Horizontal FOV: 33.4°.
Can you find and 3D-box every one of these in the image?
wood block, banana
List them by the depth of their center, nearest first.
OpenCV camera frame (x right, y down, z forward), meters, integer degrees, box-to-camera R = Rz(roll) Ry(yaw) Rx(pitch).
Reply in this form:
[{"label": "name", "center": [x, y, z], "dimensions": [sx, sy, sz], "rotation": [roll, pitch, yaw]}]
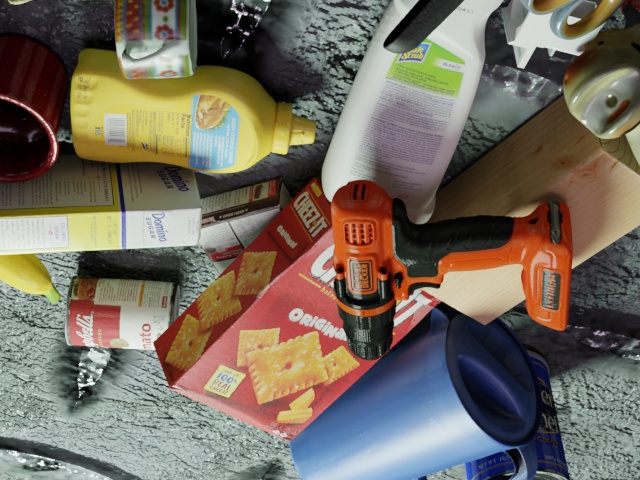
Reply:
[{"label": "wood block", "center": [0.178, -0.028, 0.892], "dimensions": [0.090, 0.090, 0.206], "rotation": [30, 131, -26]}, {"label": "banana", "center": [-0.317, -0.001, 0.949], "dimensions": [0.197, 0.037, 0.070], "rotation": [34, 146, -9]}]

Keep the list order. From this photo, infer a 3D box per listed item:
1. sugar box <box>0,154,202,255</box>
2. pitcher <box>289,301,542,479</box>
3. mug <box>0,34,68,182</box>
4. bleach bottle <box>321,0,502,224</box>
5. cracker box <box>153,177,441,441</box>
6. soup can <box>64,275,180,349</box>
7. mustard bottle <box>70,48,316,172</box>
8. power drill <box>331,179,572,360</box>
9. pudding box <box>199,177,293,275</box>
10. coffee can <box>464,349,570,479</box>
[{"label": "sugar box", "center": [-0.190, -0.032, 0.876], "dimensions": [0.176, 0.093, 0.048], "rotation": [0, 126, -14]}, {"label": "pitcher", "center": [0.088, 0.179, 1.033], "dimensions": [0.144, 0.149, 0.243], "rotation": [30, 136, -29]}, {"label": "mug", "center": [-0.254, -0.102, 0.840], "dimensions": [0.117, 0.081, 0.093], "rotation": [-22, 132, 25]}, {"label": "bleach bottle", "center": [0.082, -0.124, 0.814], "dimensions": [0.102, 0.068, 0.251], "rotation": [12, 134, -13]}, {"label": "cracker box", "center": [-0.017, 0.071, 0.957], "dimensions": [0.214, 0.072, 0.164], "rotation": [-44, 132, 13]}, {"label": "soup can", "center": [-0.191, 0.071, 1.037], "dimensions": [0.102, 0.068, 0.068], "rotation": [4, 138, -2]}, {"label": "mustard bottle", "center": [-0.099, -0.098, 0.854], "dimensions": [0.191, 0.058, 0.096], "rotation": [7, 136, -4]}, {"label": "power drill", "center": [0.103, 0.032, 0.851], "dimensions": [0.188, 0.057, 0.184], "rotation": [0, 135, 7]}, {"label": "pudding box", "center": [-0.057, 0.001, 0.975], "dimensions": [0.090, 0.039, 0.113], "rotation": [-14, 138, 14]}, {"label": "coffee can", "center": [0.193, 0.195, 1.091], "dimensions": [0.103, 0.140, 0.103], "rotation": [-2, 141, -2]}]
